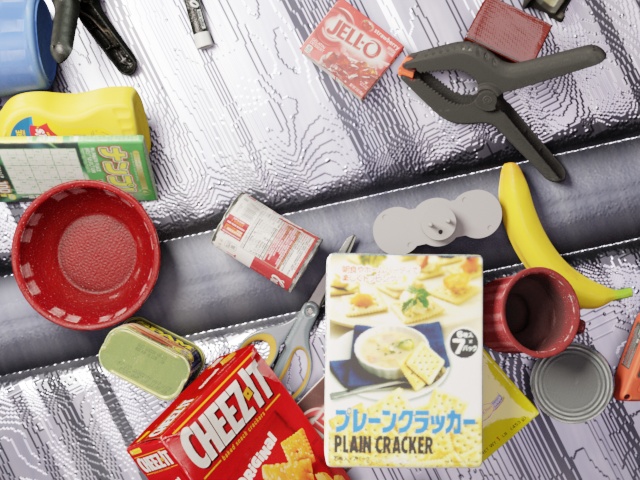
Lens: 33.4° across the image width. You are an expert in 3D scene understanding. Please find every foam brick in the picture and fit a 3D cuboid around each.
[{"bbox_3d":[0.197,-0.219,1.139,0.078,0.053,0.051,26,92,0],"label":"foam brick"}]

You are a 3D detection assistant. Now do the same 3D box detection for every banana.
[{"bbox_3d":[0.246,0.008,1.152,0.069,0.037,0.198,-42,91,-15],"label":"banana"}]

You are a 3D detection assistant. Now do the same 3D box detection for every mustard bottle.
[{"bbox_3d":[-0.284,-0.117,1.143,0.191,0.096,0.058,-2,51,3],"label":"mustard bottle"}]

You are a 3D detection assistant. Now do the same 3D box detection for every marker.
[{"bbox_3d":[-0.143,-0.269,1.168,0.020,0.020,0.121,-16,91,2],"label":"marker"}]

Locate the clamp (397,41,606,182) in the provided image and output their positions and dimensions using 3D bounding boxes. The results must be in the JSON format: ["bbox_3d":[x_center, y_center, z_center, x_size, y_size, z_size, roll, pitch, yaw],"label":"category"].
[{"bbox_3d":[0.187,-0.162,1.117,0.210,0.036,0.165,24,131,8],"label":"clamp"}]

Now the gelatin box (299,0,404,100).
[{"bbox_3d":[0.034,-0.207,1.156,0.089,0.030,0.073,39,92,1],"label":"gelatin box"}]

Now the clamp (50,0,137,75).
[{"bbox_3d":[-0.264,-0.252,1.130,0.039,0.120,0.171,-28,86,22],"label":"clamp"}]

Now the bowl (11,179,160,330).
[{"bbox_3d":[-0.249,0.015,1.160,0.162,0.055,0.162,0,91,2],"label":"bowl"}]

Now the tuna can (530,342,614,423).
[{"bbox_3d":[0.270,0.152,1.141,0.086,0.033,0.086,-2,85,20],"label":"tuna can"}]

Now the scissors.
[{"bbox_3d":[-0.032,0.079,1.173,0.096,0.016,0.202,15,92,2],"label":"scissors"}]

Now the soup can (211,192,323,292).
[{"bbox_3d":[-0.058,0.001,1.146,0.102,0.068,0.068,31,92,2],"label":"soup can"}]

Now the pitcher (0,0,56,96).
[{"bbox_3d":[-0.411,-0.212,1.122,0.243,0.149,0.145,-4,83,-1],"label":"pitcher"}]

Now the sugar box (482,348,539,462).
[{"bbox_3d":[0.142,0.146,1.152,0.093,0.048,0.176,-42,91,2],"label":"sugar box"}]

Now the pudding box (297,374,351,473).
[{"bbox_3d":[0.032,0.182,1.160,0.090,0.039,0.113,43,92,1],"label":"pudding box"}]

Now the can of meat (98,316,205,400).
[{"bbox_3d":[-0.181,0.127,1.146,0.102,0.084,0.057,27,92,2],"label":"can of meat"}]

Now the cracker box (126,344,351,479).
[{"bbox_3d":[-0.069,0.239,1.088,0.072,0.164,0.213,-26,103,43],"label":"cracker box"}]

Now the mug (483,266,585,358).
[{"bbox_3d":[0.222,0.080,1.123,0.117,0.082,0.093,12,80,-18],"label":"mug"}]
